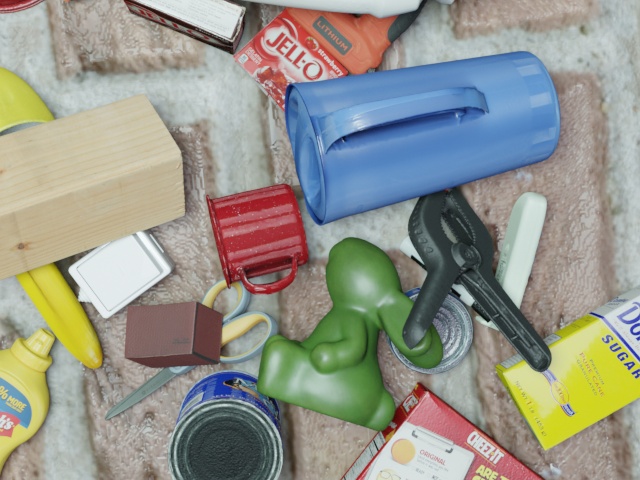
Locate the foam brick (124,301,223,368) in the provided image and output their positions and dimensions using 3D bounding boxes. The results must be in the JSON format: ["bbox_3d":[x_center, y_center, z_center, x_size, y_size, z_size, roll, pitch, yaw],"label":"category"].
[{"bbox_3d":[-0.141,0.091,1.023,0.078,0.051,0.053,-5,71,24],"label":"foam brick"}]

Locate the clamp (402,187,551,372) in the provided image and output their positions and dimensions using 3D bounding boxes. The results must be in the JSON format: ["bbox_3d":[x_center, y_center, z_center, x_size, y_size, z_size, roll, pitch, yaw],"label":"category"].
[{"bbox_3d":[0.122,0.025,0.997,0.164,0.036,0.210,7,53,-35],"label":"clamp"}]

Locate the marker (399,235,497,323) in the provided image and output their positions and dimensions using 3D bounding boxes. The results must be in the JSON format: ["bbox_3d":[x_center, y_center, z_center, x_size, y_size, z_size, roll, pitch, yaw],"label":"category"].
[{"bbox_3d":[0.128,0.039,1.047,0.121,0.020,0.020,41,91,18],"label":"marker"}]

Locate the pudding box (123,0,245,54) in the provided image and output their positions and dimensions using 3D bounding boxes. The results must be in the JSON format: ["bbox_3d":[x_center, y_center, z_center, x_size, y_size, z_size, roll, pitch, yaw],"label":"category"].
[{"bbox_3d":[-0.127,-0.216,1.004,0.113,0.090,0.039,20,92,-4],"label":"pudding box"}]

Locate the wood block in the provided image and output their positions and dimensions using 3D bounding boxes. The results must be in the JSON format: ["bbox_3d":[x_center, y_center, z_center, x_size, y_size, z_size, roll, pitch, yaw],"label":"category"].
[{"bbox_3d":[-0.235,-0.046,0.965,0.205,0.091,0.090,-21,55,-20],"label":"wood block"}]

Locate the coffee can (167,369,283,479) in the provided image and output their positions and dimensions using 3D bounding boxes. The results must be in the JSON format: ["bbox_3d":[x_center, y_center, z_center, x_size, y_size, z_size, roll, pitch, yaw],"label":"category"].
[{"bbox_3d":[-0.087,0.185,1.006,0.102,0.140,0.103,0,93,-3],"label":"coffee can"}]

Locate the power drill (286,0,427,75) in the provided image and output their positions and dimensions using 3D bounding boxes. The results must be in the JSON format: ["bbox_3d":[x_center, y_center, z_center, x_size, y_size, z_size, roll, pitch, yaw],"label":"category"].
[{"bbox_3d":[0.056,-0.261,0.990,0.184,0.057,0.188,44,115,-8],"label":"power drill"}]

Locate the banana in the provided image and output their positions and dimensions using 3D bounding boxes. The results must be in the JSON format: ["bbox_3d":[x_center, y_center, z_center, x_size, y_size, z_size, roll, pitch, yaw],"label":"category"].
[{"bbox_3d":[-0.264,0.040,1.025,0.037,0.070,0.198,-32,94,-5],"label":"banana"}]

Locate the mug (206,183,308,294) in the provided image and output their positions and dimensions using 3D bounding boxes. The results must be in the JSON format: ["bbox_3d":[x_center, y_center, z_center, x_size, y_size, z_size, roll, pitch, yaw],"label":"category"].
[{"bbox_3d":[-0.057,0.001,1.015,0.081,0.093,0.117,-14,50,-7],"label":"mug"}]

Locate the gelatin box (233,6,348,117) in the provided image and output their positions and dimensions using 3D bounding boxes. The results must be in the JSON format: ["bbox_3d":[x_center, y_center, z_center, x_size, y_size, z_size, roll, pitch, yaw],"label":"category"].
[{"bbox_3d":[-0.029,-0.171,1.042,0.073,0.030,0.089,-43,95,1],"label":"gelatin box"}]

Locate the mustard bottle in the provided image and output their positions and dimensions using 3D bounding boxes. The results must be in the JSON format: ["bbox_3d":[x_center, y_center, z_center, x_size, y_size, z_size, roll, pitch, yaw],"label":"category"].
[{"bbox_3d":[-0.320,0.166,1.035,0.096,0.058,0.191,36,91,-4],"label":"mustard bottle"}]

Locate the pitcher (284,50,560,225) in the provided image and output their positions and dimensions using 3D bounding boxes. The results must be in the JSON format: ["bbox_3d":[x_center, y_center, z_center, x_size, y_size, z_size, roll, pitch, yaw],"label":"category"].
[{"bbox_3d":[0.096,-0.104,0.987,0.242,0.149,0.145,-13,126,-10],"label":"pitcher"}]

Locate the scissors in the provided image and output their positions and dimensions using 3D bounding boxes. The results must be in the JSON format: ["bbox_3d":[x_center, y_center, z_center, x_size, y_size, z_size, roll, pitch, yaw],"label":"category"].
[{"bbox_3d":[-0.136,0.102,1.057,0.202,0.016,0.096,-22,64,17],"label":"scissors"}]

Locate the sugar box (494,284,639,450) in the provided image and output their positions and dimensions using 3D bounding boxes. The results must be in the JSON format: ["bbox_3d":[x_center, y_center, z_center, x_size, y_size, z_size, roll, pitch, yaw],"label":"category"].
[{"bbox_3d":[0.275,0.126,1.068,0.176,0.048,0.093,-30,94,0],"label":"sugar box"}]

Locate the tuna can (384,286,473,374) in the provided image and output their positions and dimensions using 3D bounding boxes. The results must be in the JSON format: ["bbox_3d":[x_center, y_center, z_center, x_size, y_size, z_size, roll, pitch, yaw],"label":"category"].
[{"bbox_3d":[0.108,0.089,1.063,0.086,0.034,0.086,0,94,-3],"label":"tuna can"}]

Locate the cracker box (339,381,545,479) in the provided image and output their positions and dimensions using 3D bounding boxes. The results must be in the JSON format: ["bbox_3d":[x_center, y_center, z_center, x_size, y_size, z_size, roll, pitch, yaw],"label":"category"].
[{"bbox_3d":[0.098,0.274,1.057,0.164,0.072,0.214,38,90,-5],"label":"cracker box"}]
